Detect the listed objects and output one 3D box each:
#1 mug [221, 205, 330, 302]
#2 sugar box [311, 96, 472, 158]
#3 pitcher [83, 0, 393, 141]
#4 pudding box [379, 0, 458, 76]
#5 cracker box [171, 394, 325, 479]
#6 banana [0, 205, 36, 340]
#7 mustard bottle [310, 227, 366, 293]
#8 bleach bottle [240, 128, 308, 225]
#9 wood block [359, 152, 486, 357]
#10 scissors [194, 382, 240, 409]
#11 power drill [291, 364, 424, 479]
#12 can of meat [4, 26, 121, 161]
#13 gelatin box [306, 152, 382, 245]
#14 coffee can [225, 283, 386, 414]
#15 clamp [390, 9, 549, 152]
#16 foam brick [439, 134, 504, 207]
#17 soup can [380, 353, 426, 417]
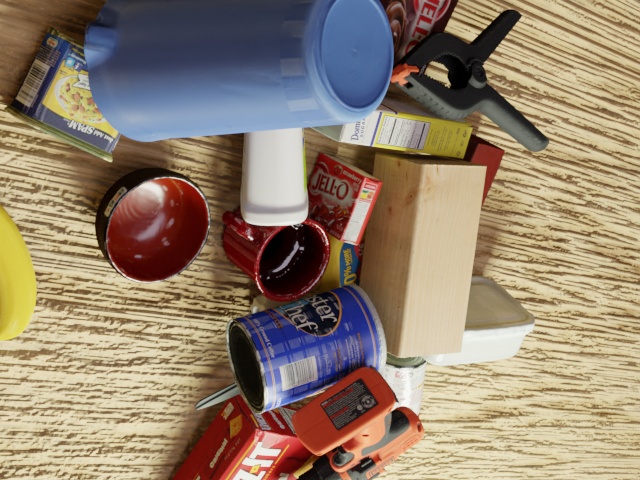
[{"bbox_3d":[-0.057,0.001,1.109,0.117,0.082,0.093,29,93,-42],"label":"mug"},{"bbox_3d":[0.066,-0.126,1.129,0.175,0.093,0.048,1,111,-36],"label":"sugar box"},{"bbox_3d":[-0.059,-0.146,0.871,0.149,0.243,0.145,-45,126,-38],"label":"pitcher"},{"bbox_3d":[0.087,-0.228,1.129,0.089,0.039,0.113,19,101,-42],"label":"pudding box"},{"bbox_3d":[-0.054,0.279,1.246,0.213,0.072,0.164,22,107,-42],"label":"cracker box"},{"bbox_3d":[-0.298,0.018,0.968,0.069,0.037,0.198,-23,124,-28],"label":"banana"},{"bbox_3d":[0.041,0.017,1.206,0.191,0.058,0.096,-19,121,-28],"label":"mustard bottle"},{"bbox_3d":[-0.045,-0.148,1.031,0.068,0.102,0.251,-1,115,-4],"label":"bleach bottle"},{"bbox_3d":[0.105,0.014,1.155,0.090,0.090,0.206,-1,102,-33],"label":"wood block"},{"bbox_3d":[-0.046,0.126,1.178,0.201,0.016,0.096,-7,115,-34],"label":"scissors"},{"bbox_3d":[0.023,0.218,1.140,0.184,0.057,0.187,-34,153,-9],"label":"power drill"},{"bbox_3d":[-0.213,-0.129,0.944,0.101,0.058,0.084,25,94,-42],"label":"can of meat"},{"bbox_3d":[0.019,-0.046,1.137,0.030,0.089,0.073,12,104,-39],"label":"gelatin box"},{"bbox_3d":[-0.016,0.112,1.121,0.140,0.103,0.103,-16,121,-22],"label":"coffee can"},{"bbox_3d":[0.162,-0.165,1.135,0.209,0.036,0.164,-12,83,-39],"label":"clamp"},{"bbox_3d":[0.170,-0.084,1.255,0.051,0.053,0.078,11,105,-40],"label":"foam brick"},{"bbox_3d":[0.094,0.183,1.325,0.068,0.069,0.102,-11,118,-33],"label":"soup can"}]
